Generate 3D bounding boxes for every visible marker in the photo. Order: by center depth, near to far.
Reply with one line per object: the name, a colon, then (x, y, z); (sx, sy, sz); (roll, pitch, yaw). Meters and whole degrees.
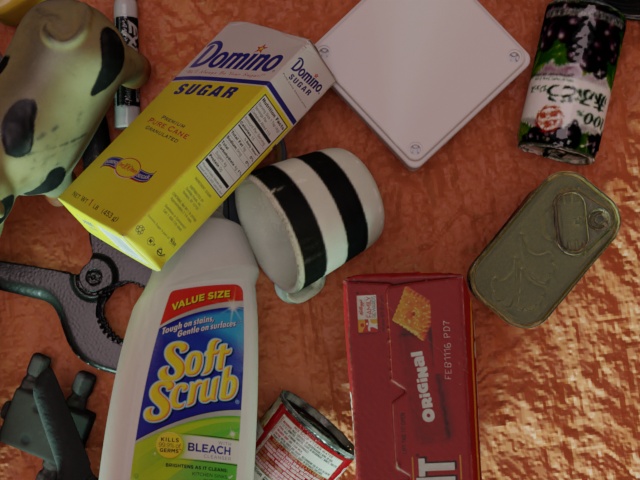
marker: (-0.139, -0.140, 0.764); (0.020, 0.020, 0.121); (-1, 88, 4)

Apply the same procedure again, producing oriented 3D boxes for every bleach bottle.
bleach bottle: (-0.091, 0.080, 0.689); (0.102, 0.068, 0.251); (7, 68, -17)

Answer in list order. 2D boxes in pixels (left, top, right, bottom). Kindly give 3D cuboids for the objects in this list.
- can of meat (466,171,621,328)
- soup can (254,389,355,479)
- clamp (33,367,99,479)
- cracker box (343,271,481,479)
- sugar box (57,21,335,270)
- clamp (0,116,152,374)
can of meat: (0.143, 0.007, 0.709); (0.057, 0.084, 0.102); (40, 91, 4)
soup can: (-0.032, 0.162, 0.724); (0.068, 0.068, 0.102); (39, 91, 4)
clamp: (-0.152, 0.162, 0.703); (0.120, 0.039, 0.171); (15, 55, 2)
cracker box: (0.056, 0.101, 0.647); (0.072, 0.213, 0.164); (-4, 88, 3)
sugar box: (-0.081, -0.067, 0.700); (0.093, 0.048, 0.176); (25, 71, 46)
clamp: (-0.153, 0.016, 0.752); (0.210, 0.036, 0.164); (39, 89, 5)
